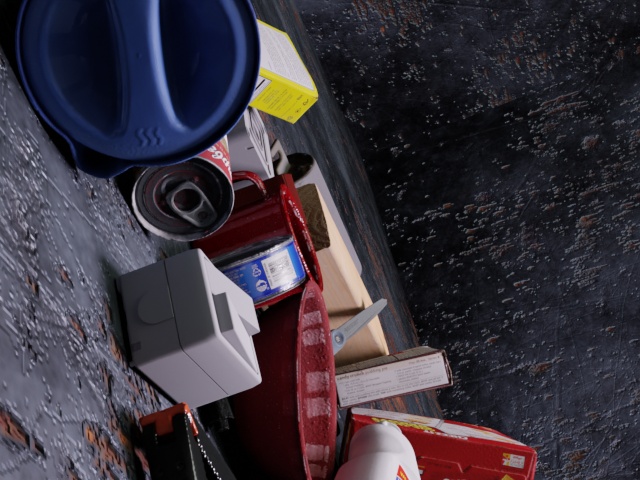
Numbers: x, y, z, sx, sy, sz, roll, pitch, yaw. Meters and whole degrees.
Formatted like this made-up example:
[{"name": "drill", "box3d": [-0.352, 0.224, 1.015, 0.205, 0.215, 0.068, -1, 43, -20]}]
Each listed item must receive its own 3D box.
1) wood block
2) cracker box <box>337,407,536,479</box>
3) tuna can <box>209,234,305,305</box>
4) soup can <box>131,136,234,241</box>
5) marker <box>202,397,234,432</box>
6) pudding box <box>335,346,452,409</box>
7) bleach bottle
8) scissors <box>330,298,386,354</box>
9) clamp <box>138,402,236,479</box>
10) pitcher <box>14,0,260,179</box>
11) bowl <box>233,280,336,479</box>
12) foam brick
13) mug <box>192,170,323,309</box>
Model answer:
[{"name": "wood block", "box3d": [-0.006, 0.053, 1.064, 0.206, 0.091, 0.090, 63, 10, -46]}, {"name": "cracker box", "box3d": [0.101, 0.209, 1.016, 0.213, 0.164, 0.072, 83, 17, -85]}, {"name": "tuna can", "box3d": [-0.055, 0.026, 0.769, 0.086, 0.086, 0.034, -64, 135, -81]}, {"name": "soup can", "box3d": [-0.097, -0.055, 0.746, 0.102, 0.068, 0.068, -102, 170, -55]}, {"name": "marker", "box3d": [-0.081, 0.069, 0.713, 0.020, 0.020, 0.121, 51, 20, -70]}, {"name": "pudding box", "box3d": [0.064, 0.133, 1.036, 0.090, 0.113, 0.039, 128, -52, -86]}, {"name": "bleach bottle", "box3d": [0.039, 0.201, 0.767, 0.250, 0.068, 0.102, -76, 143, -68]}, {"name": "scissors", "box3d": [-0.002, 0.080, 0.960, 0.096, 0.016, 0.201, 53, 41, -16]}, {"name": "clamp", "box3d": [-0.045, 0.187, 0.578, 0.164, 0.036, 0.210, -1, 71, -83]}, {"name": "pitcher", "box3d": [-0.104, -0.154, 0.684, 0.243, 0.149, 0.145, -103, 169, -67]}, {"name": "bowl", "box3d": [-0.026, 0.111, 0.778, 0.162, 0.055, 0.162, -4, 90, -81]}, {"name": "foam brick", "box3d": [-0.057, -0.022, 0.933, 0.051, 0.078, 0.053, -34, 106, -83]}, {"name": "mug", "box3d": [-0.056, 0.001, 0.852, 0.093, 0.081, 0.117, -92, 161, -69]}]
